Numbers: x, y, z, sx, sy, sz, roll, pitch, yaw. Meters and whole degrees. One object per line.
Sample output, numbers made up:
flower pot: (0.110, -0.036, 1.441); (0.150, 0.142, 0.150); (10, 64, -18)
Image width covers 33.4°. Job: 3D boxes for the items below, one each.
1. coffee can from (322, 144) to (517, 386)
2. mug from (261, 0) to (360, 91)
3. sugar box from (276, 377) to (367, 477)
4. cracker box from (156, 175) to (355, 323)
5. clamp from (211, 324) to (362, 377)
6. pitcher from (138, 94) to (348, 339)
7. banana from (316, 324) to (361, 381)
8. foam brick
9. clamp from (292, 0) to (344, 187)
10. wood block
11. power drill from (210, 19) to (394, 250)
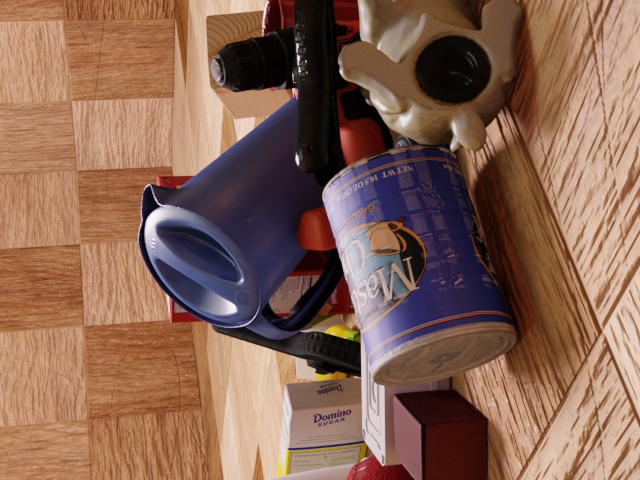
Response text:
coffee can: (0.067, 0.019, 0.747); (0.103, 0.102, 0.140); (111, 147, -63)
mug: (-0.008, -0.177, 0.982); (0.117, 0.081, 0.093); (117, 148, -62)
sugar box: (0.002, 0.228, 1.181); (0.048, 0.093, 0.176); (-108, 20, -51)
cracker box: (-0.057, 0.001, 1.103); (0.164, 0.213, 0.072); (-107, 19, -48)
clamp: (-0.005, 0.109, 1.073); (0.210, 0.164, 0.036); (-1, 68, 58)
pitcher: (-0.040, -0.032, 1.000); (0.242, 0.145, 0.149); (-48, -38, -39)
banana: (0.017, 0.167, 1.229); (0.069, 0.037, 0.198); (-110, 20, -54)
foam brick: (0.092, 0.153, 0.830); (0.078, 0.051, 0.053); (-140, 47, -75)
clamp: (-0.003, -0.123, 0.809); (0.120, 0.039, 0.171); (-74, -22, -85)
wood block: (-0.084, -0.218, 1.351); (0.206, 0.091, 0.090); (49, -143, -85)
power drill: (0.005, -0.090, 0.903); (0.057, 0.184, 0.188); (16, 117, 62)
